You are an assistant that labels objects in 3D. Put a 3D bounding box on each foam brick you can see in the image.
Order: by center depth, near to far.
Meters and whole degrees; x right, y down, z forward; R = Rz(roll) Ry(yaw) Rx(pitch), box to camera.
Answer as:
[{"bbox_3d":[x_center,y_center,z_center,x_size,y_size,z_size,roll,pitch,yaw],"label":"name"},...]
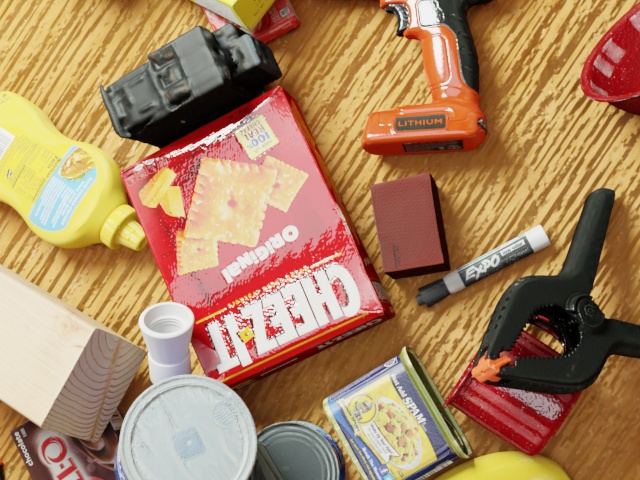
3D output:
[{"bbox_3d":[0.076,-0.011,0.896,0.053,0.051,0.078,-10,81,12],"label":"foam brick"}]

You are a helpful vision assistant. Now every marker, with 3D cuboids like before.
[{"bbox_3d":[0.135,0.023,0.895,0.121,0.020,0.020,-28,78,8],"label":"marker"}]

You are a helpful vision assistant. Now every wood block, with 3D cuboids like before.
[{"bbox_3d":[-0.266,0.080,0.917,0.206,0.090,0.091,25,82,26],"label":"wood block"}]

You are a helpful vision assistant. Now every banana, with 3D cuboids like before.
[{"bbox_3d":[0.118,0.219,0.867,0.198,0.037,0.069,-24,79,9],"label":"banana"}]

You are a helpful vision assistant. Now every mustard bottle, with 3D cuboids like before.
[{"bbox_3d":[-0.234,-0.049,0.965,0.192,0.058,0.096,33,91,14],"label":"mustard bottle"}]

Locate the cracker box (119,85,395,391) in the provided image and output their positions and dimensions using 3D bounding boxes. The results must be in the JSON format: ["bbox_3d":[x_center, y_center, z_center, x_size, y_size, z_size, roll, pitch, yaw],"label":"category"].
[{"bbox_3d":[-0.056,0.001,0.913,0.164,0.072,0.214,-26,79,9],"label":"cracker box"}]

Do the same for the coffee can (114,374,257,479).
[{"bbox_3d":[-0.112,0.171,0.855,0.102,0.140,0.103,4,72,-12],"label":"coffee can"}]

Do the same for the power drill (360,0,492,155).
[{"bbox_3d":[0.071,-0.169,0.911,0.184,0.057,0.187,-2,83,12],"label":"power drill"}]

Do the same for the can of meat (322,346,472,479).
[{"bbox_3d":[0.062,0.152,0.877,0.084,0.057,0.102,-32,77,9],"label":"can of meat"}]

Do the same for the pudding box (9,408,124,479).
[{"bbox_3d":[-0.208,0.195,0.941,0.090,0.039,0.113,-30,78,8],"label":"pudding box"}]

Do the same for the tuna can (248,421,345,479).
[{"bbox_3d":[-0.023,0.196,0.902,0.086,0.033,0.086,-1,83,12],"label":"tuna can"}]

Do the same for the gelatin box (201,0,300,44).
[{"bbox_3d":[-0.069,-0.217,0.962,0.073,0.030,0.089,-26,78,9],"label":"gelatin box"}]

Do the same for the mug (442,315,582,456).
[{"bbox_3d":[0.162,0.109,0.852,0.081,0.093,0.117,33,55,9],"label":"mug"}]

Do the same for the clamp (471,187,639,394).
[{"bbox_3d":[0.196,0.050,0.822,0.209,0.036,0.164,-17,72,-28],"label":"clamp"}]
